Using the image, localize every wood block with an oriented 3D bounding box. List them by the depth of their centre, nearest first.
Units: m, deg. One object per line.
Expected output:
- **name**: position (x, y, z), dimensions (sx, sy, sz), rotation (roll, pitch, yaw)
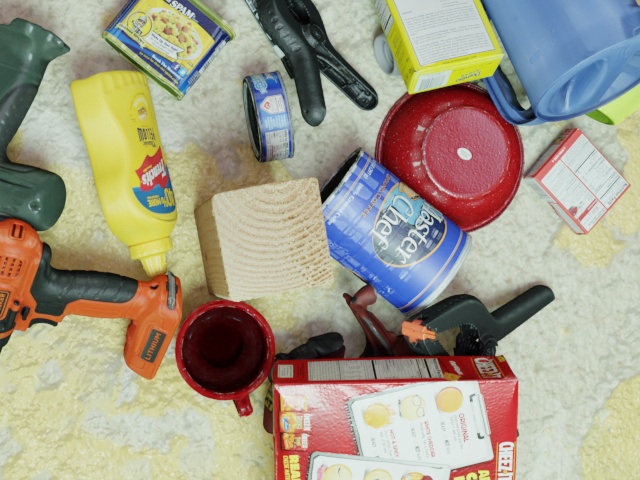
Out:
- **wood block**: position (-0.057, 0.001, 0.961), dimensions (0.090, 0.206, 0.091), rotation (-10, 91, -11)

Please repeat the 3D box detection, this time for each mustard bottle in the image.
- **mustard bottle**: position (-0.175, -0.060, 0.997), dimensions (0.058, 0.096, 0.191), rotation (-13, 93, 18)

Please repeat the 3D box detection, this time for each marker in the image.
- **marker**: position (-0.050, -0.212, 1.061), dimensions (0.020, 0.020, 0.121), rotation (-32, 95, -10)

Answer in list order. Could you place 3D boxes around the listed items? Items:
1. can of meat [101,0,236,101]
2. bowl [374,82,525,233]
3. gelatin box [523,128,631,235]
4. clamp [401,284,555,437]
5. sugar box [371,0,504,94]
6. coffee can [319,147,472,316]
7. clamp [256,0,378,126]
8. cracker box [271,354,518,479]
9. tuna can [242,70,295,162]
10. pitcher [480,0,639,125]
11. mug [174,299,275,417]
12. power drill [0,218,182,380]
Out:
- **can of meat**: position (-0.146, -0.197, 1.024), dimensions (0.102, 0.057, 0.084), rotation (39, 85, -7)
- **bowl**: position (0.139, -0.086, 1.078), dimensions (0.162, 0.055, 0.162), rotation (0, 89, -10)
- **gelatin box**: position (0.267, -0.061, 1.112), dimensions (0.089, 0.030, 0.073), rotation (44, 82, -13)
- **clamp**: position (0.153, 0.116, 1.043), dimensions (0.209, 0.036, 0.164), rotation (10, 90, -45)
- **sugar box**: position (0.101, -0.235, 1.041), dimensions (0.093, 0.048, 0.176), rotation (-14, 68, -14)
- **coffee can**: position (0.061, -0.008, 1.037), dimensions (0.140, 0.103, 0.103), rotation (38, 82, -8)
- **clamp**: position (-0.017, -0.185, 1.032), dimensions (0.039, 0.120, 0.171), rotation (-36, 93, 29)
- **cracker box**: position (0.064, 0.190, 0.963), dimensions (0.213, 0.072, 0.164), rotation (-1, 106, -1)
- **tuna can**: position (-0.050, -0.119, 1.026), dimensions (0.033, 0.086, 0.086), rotation (-11, 91, -10)
- **pitcher**: position (0.210, -0.240, 1.035), dimensions (0.149, 0.145, 0.243), rotation (-24, 70, 0)
- **mug**: position (-0.090, 0.112, 1.016), dimensions (0.093, 0.081, 0.117), rotation (-23, 93, -10)
- **power drill**: position (-0.232, 0.074, 0.975), dimensions (0.187, 0.057, 0.185), rotation (13, 129, -21)
